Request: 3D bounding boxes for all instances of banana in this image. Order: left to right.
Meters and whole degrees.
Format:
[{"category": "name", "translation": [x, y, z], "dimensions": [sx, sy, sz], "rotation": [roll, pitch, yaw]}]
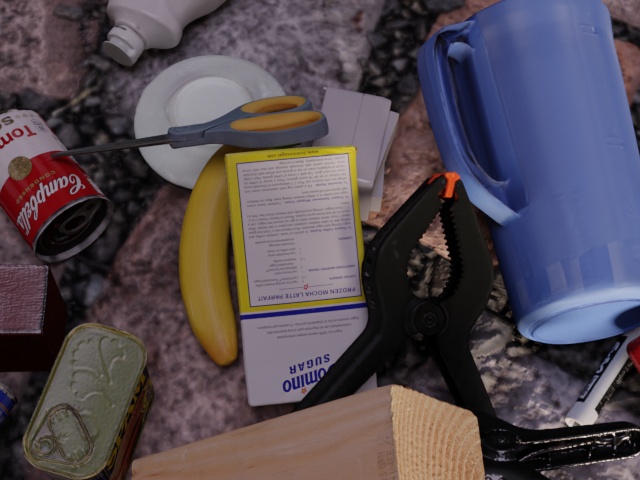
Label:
[{"category": "banana", "translation": [-0.072, -0.006, 0.802], "dimensions": [0.070, 0.037, 0.197], "rotation": [10, 70, 16]}]

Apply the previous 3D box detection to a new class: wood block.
[{"category": "wood block", "translation": [-0.012, 0.160, 0.639], "dimensions": [0.206, 0.090, 0.090], "rotation": [-22, 58, 34]}]

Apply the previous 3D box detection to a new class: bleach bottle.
[{"category": "bleach bottle", "translation": [-0.094, -0.246, 0.912], "dimensions": [0.102, 0.068, 0.250], "rotation": [29, 69, 12]}]

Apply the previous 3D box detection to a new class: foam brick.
[{"category": "foam brick", "translation": [-0.212, 0.056, 0.753], "dimensions": [0.053, 0.078, 0.051], "rotation": [0, 64, -4]}]

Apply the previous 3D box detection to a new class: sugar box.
[{"category": "sugar box", "translation": [-0.014, 0.023, 0.753], "dimensions": [0.093, 0.048, 0.176], "rotation": [-5, 95, -4]}]

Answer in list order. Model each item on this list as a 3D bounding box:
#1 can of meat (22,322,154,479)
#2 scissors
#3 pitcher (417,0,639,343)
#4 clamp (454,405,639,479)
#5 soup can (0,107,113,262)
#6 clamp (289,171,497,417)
[{"category": "can of meat", "translation": [-0.152, 0.119, 0.720], "dimensions": [0.057, 0.084, 0.102], "rotation": [15, 65, 5]}, {"category": "scissors", "translation": [-0.091, -0.084, 0.796], "dimensions": [0.202, 0.016, 0.096], "rotation": [-2, 24, 12]}, {"category": "pitcher", "translation": [0.166, -0.053, 0.787], "dimensions": [0.149, 0.145, 0.243], "rotation": [-13, 67, 10]}, {"category": "clamp", "translation": [0.114, 0.143, 0.656], "dimensions": [0.171, 0.039, 0.120], "rotation": [2, 20, 13]}, {"category": "soup can", "translation": [-0.213, -0.043, 0.806], "dimensions": [0.068, 0.068, 0.102], "rotation": [-35, 70, -17]}, {"category": "clamp", "translation": [0.077, 0.060, 0.730], "dimensions": [0.164, 0.036, 0.210], "rotation": [18, 86, -16]}]
